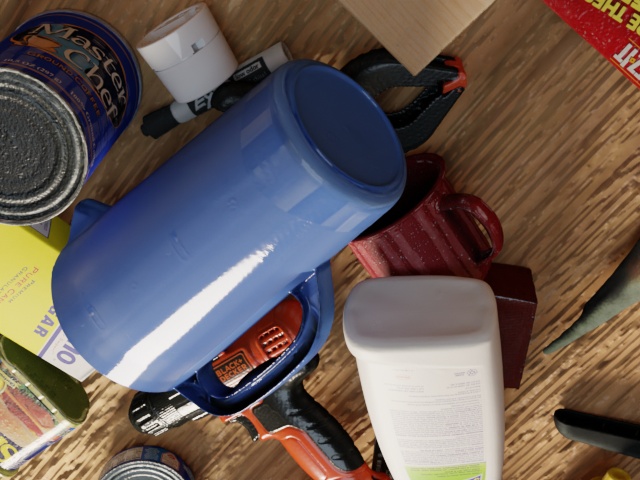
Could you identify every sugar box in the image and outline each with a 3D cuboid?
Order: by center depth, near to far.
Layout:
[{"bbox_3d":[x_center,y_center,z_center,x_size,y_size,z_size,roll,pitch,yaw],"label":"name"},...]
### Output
[{"bbox_3d":[-0.214,0.027,0.788,0.093,0.048,0.176,-39,120,21],"label":"sugar box"}]

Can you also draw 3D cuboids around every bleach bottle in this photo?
[{"bbox_3d":[0.079,0.136,0.759,0.102,0.068,0.251,-1,132,9],"label":"bleach bottle"}]

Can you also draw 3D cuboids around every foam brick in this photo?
[{"bbox_3d":[0.126,0.061,0.789,0.051,0.053,0.078,7,117,2],"label":"foam brick"}]

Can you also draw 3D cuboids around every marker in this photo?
[{"bbox_3d":[-0.075,-0.103,0.748,0.121,0.020,0.020,-25,111,17],"label":"marker"}]

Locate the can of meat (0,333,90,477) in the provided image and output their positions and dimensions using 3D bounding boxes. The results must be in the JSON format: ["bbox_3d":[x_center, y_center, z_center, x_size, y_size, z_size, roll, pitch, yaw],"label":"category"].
[{"bbox_3d":[-0.248,0.128,0.858,0.084,0.057,0.102,-35,109,17],"label":"can of meat"}]

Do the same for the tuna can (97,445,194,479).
[{"bbox_3d":[-0.147,0.216,0.893,0.086,0.034,0.086,-1,106,-3],"label":"tuna can"}]

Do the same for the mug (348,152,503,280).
[{"bbox_3d":[0.075,-0.003,0.737,0.117,0.093,0.081,-13,123,44],"label":"mug"}]

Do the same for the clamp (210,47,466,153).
[{"bbox_3d":[0.021,-0.076,0.742,0.171,0.039,0.120,-13,131,10],"label":"clamp"}]

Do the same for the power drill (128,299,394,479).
[{"bbox_3d":[-0.042,0.159,0.830,0.185,0.057,0.187,-32,94,26],"label":"power drill"}]

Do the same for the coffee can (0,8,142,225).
[{"bbox_3d":[-0.183,-0.085,0.700,0.103,0.140,0.103,2,116,4],"label":"coffee can"}]

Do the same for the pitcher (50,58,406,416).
[{"bbox_3d":[-0.055,0.001,0.701,0.149,0.145,0.243,28,132,-30],"label":"pitcher"}]
